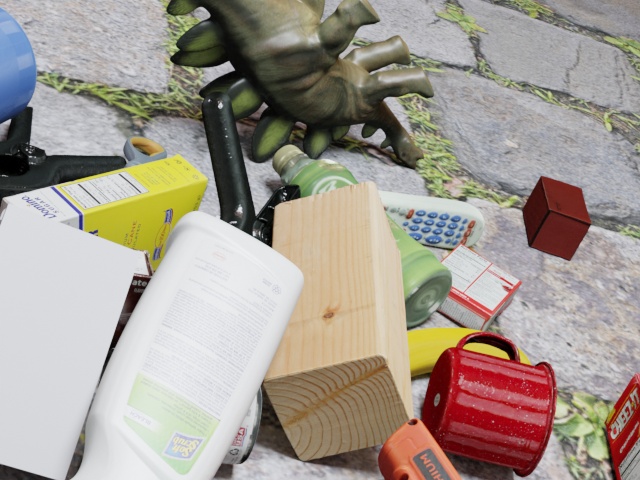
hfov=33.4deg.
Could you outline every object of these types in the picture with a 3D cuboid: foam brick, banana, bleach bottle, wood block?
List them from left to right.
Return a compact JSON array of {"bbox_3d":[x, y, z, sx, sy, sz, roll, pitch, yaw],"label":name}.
[{"bbox_3d":[-0.098,0.098,0.657,0.102,0.068,0.250,29,49,-2],"label":"bleach bottle"},{"bbox_3d":[0.014,0.056,0.829,0.091,0.090,0.206,-14,36,12],"label":"wood block"},{"bbox_3d":[0.109,0.103,0.910,0.197,0.037,0.070,7,35,-24],"label":"banana"},{"bbox_3d":[0.260,-0.026,1.180,0.053,0.051,0.078,18,32,-6],"label":"foam brick"}]

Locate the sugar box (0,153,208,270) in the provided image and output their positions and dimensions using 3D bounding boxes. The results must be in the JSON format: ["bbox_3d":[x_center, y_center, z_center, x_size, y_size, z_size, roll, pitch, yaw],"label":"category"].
[{"bbox_3d":[-0.173,-0.005,0.839,0.048,0.093,0.175,37,36,22],"label":"sugar box"}]

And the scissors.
[{"bbox_3d":[-0.146,-0.053,0.943,0.096,0.016,0.202,31,14,-12],"label":"scissors"}]

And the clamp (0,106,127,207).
[{"bbox_3d":[-0.261,-0.071,0.931,0.120,0.039,0.171,27,25,18],"label":"clamp"}]

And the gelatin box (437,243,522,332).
[{"bbox_3d":[0.143,0.046,1.021,0.073,0.030,0.089,32,33,16],"label":"gelatin box"}]

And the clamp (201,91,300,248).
[{"bbox_3d":[-0.056,0.001,0.896,0.164,0.036,0.210,41,43,-58],"label":"clamp"}]

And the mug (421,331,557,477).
[{"bbox_3d":[0.131,0.121,0.844,0.081,0.093,0.117,14,53,-6],"label":"mug"}]
